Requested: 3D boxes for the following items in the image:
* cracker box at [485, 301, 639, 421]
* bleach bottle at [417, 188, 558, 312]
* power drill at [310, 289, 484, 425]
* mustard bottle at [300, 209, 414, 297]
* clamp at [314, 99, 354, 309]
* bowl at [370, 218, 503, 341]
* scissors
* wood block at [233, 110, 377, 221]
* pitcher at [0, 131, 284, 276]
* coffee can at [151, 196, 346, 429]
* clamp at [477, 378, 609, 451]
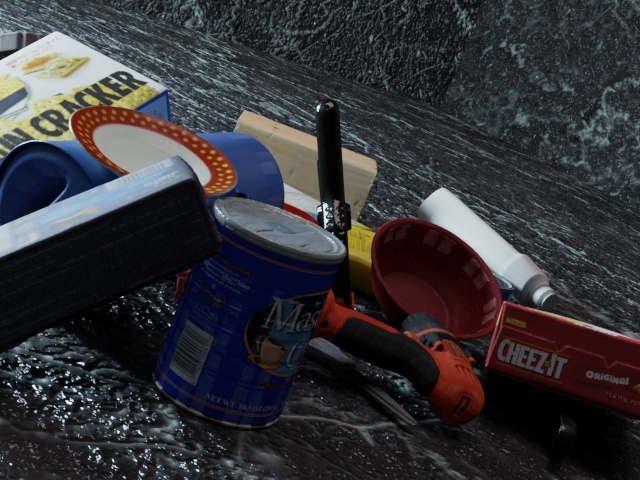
[{"bbox_3d":[0.249,0.115,1.034,0.164,0.072,0.213,16,0,12],"label":"cracker box"},{"bbox_3d":[0.238,0.024,1.483,0.251,0.068,0.102,44,-6,44],"label":"bleach bottle"},{"bbox_3d":[0.049,0.079,0.950,0.187,0.057,0.184,27,10,-14],"label":"power drill"},{"bbox_3d":[0.010,0.010,1.212,0.191,0.058,0.096,19,30,-11],"label":"mustard bottle"},{"bbox_3d":[0.014,-0.027,1.136,0.036,0.210,0.164,-4,-11,0],"label":"clamp"},{"bbox_3d":[0.112,0.054,1.137,0.162,0.055,0.162,19,42,-19],"label":"bowl"},{"bbox_3d":[0.001,0.104,0.934,0.096,0.016,0.202,13,16,-27],"label":"scissors"},{"bbox_3d":[-0.031,-0.103,1.525,0.206,0.090,0.091,21,15,-3],"label":"wood block"},{"bbox_3d":[-0.132,-0.027,0.887,0.149,0.145,0.242,49,34,18],"label":"pitcher"},{"bbox_3d":[-0.053,0.052,0.784,0.102,0.140,0.103,20,14,-5],"label":"coffee can"},{"bbox_3d":[0.206,0.158,0.990,0.120,0.039,0.171,30,8,33],"label":"clamp"}]
